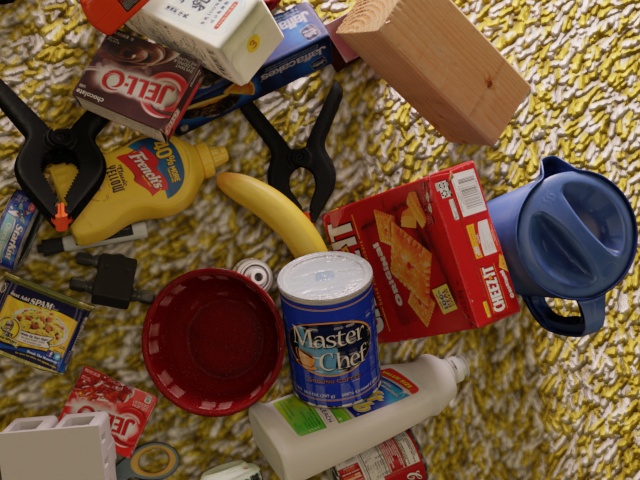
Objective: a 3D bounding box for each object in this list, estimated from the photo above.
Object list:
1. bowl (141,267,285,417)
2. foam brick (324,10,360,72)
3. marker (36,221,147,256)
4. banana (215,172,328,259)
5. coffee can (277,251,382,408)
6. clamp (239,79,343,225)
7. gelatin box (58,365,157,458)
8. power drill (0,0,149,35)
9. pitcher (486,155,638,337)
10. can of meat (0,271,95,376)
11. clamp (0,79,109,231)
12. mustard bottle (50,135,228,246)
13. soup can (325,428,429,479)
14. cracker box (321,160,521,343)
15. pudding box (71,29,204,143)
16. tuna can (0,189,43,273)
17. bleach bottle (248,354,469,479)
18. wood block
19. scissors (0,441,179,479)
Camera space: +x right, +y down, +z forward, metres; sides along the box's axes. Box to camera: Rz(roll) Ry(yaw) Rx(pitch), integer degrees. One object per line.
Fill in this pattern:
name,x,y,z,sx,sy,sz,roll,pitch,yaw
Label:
bowl,-0.112,0.110,1.175,0.162,0.055,0.162,0,89,11
foam brick,0.042,-0.241,1.250,0.078,0.051,0.053,-31,94,-12
marker,-0.254,-0.001,1.187,0.121,0.020,0.020,-11,88,-13
banana,-0.040,-0.005,1.203,0.070,0.037,0.198,-31,99,10
coffee can,0.011,0.097,1.165,0.102,0.103,0.140,-14,119,-13
clamp,-0.035,-0.100,1.232,0.120,0.039,0.171,1,87,5
gelatin box,-0.232,0.188,1.164,0.089,0.030,0.073,24,76,-1
power drill,-0.259,-0.294,1.139,0.184,0.057,0.188,-45,55,-3
pitcher,0.234,0.012,1.174,0.145,0.243,0.149,29,81,-9
can of meat,-0.307,0.091,1.151,0.102,0.057,0.084,23,83,-10
clamp,-0.269,-0.106,1.146,0.164,0.036,0.210,-8,59,-15
mustard bottle,-0.193,-0.067,1.182,0.191,0.058,0.096,-20,68,-14
soup can,0.063,0.259,1.210,0.102,0.068,0.068,-20,90,-12
cracker box,0.101,0.021,1.156,0.071,0.214,0.164,-18,90,-33
pudding box,-0.193,-0.165,1.138,0.113,0.039,0.090,22,71,13
tuna can,-0.324,-0.011,1.139,0.033,0.086,0.086,22,82,-8
bleach bottle,0.052,0.185,1.208,0.250,0.103,0.068,-21,127,-19
wood block,0.130,-0.205,1.210,0.206,0.090,0.090,39,77,-29
scissors,-0.243,0.250,1.174,0.201,0.016,0.096,21,80,-10
